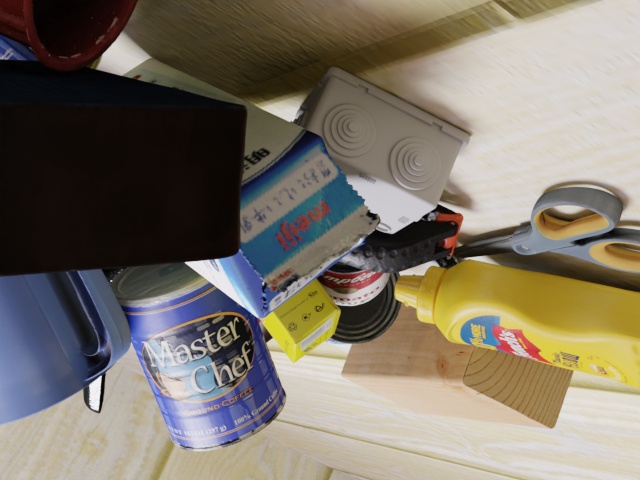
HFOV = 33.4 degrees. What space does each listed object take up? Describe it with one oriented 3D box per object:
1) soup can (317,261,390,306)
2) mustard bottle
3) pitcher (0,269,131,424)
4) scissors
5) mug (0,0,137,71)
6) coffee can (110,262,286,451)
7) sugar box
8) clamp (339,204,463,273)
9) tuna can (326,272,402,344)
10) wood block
[{"bbox_3d":[0.019,0.004,0.772,0.068,0.068,0.102,21,165,8],"label":"soup can"},{"bbox_3d":[0.144,0.052,0.735,0.192,0.058,0.096,13,162,20],"label":"mustard bottle"},{"bbox_3d":[-0.243,0.004,0.788,0.145,0.149,0.243,-126,14,-72],"label":"pitcher"},{"bbox_3d":[0.152,0.006,0.679,0.096,0.016,0.202,24,165,-3],"label":"scissors"},{"bbox_3d":[-0.136,-0.144,0.485,0.081,0.093,0.117,24,135,16],"label":"mug"},{"bbox_3d":[-0.097,0.082,0.861,0.103,0.102,0.140,6,122,48],"label":"coffee can"},{"bbox_3d":[-0.055,0.001,0.765,0.176,0.048,0.093,50,168,11],"label":"sugar box"},{"bbox_3d":[0.004,-0.008,0.678,0.171,0.120,0.039,10,135,3],"label":"clamp"},{"bbox_3d":[0.021,0.041,0.861,0.086,0.086,0.034,27,166,-12],"label":"tuna can"},{"bbox_3d":[0.113,0.094,0.894,0.090,0.090,0.206,29,164,-19],"label":"wood block"}]
